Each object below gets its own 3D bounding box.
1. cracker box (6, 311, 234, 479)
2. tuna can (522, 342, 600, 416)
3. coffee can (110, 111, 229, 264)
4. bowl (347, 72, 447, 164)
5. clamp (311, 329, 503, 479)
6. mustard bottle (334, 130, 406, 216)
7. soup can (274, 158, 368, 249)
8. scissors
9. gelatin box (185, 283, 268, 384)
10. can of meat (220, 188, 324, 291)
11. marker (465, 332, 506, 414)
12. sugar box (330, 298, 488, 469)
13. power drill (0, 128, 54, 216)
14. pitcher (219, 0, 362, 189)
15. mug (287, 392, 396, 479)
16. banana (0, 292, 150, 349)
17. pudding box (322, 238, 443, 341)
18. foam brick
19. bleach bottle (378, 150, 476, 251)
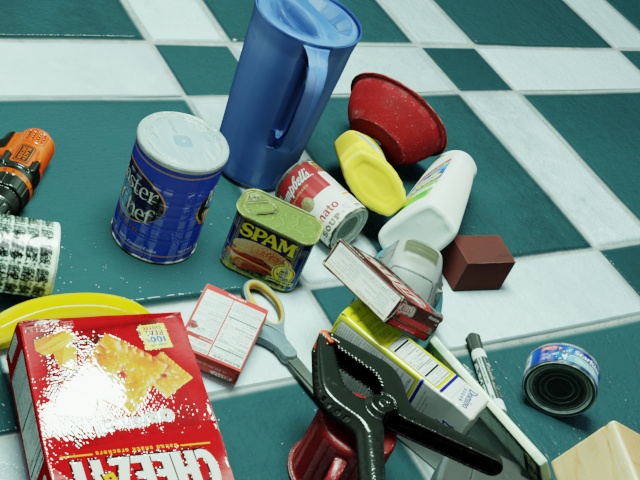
[{"bbox_3d":[-0.183,0.167,0.970,0.163,0.072,0.214,-1,47,-28],"label":"cracker box"},{"bbox_3d":[0.275,0.160,1.220,0.086,0.086,0.033,26,39,2],"label":"tuna can"},{"bbox_3d":[-0.170,-0.058,1.196,0.102,0.140,0.103,15,38,-12],"label":"coffee can"},{"bbox_3d":[0.093,-0.155,1.469,0.162,0.162,0.055,34,70,13],"label":"bowl"},{"bbox_3d":[0.064,0.165,1.003,0.164,0.036,0.210,-6,46,-34],"label":"clamp"},{"bbox_3d":[0.059,-0.098,1.405,0.096,0.058,0.191,45,9,-16],"label":"mustard bottle"},{"bbox_3d":[0.001,-0.045,1.332,0.102,0.069,0.068,43,41,22],"label":"soup can"},{"bbox_3d":[-0.056,0.118,1.150,0.096,0.016,0.202,-2,45,-28],"label":"scissors"},{"bbox_3d":[-0.104,0.098,1.122,0.073,0.030,0.089,23,51,1],"label":"gelatin box"},{"bbox_3d":[-0.058,0.001,1.232,0.102,0.084,0.057,25,38,1],"label":"can of meat"},{"bbox_3d":[0.190,0.154,1.237,0.020,0.020,0.121,9,40,-19],"label":"marker"},{"bbox_3d":[0.082,0.150,1.122,0.176,0.093,0.048,37,41,15],"label":"sugar box"},{"bbox_3d":[-0.404,-0.088,1.177,0.187,0.057,0.184,22,34,-7],"label":"power drill"},{"bbox_3d":[-0.049,-0.177,1.319,0.145,0.243,0.149,35,39,14],"label":"pitcher"},{"bbox_3d":[0.019,0.208,1.028,0.093,0.082,0.117,29,38,7],"label":"mug"},{"bbox_3d":[-0.247,0.083,1.072,0.197,0.037,0.070,4,41,-24],"label":"banana"},{"bbox_3d":[0.066,0.053,1.133,0.114,0.039,0.089,41,7,38],"label":"pudding box"},{"bbox_3d":[0.199,0.028,1.365,0.078,0.051,0.053,0,44,-28],"label":"foam brick"},{"bbox_3d":[0.153,-0.058,1.421,0.068,0.103,0.250,49,28,-9],"label":"bleach bottle"}]
